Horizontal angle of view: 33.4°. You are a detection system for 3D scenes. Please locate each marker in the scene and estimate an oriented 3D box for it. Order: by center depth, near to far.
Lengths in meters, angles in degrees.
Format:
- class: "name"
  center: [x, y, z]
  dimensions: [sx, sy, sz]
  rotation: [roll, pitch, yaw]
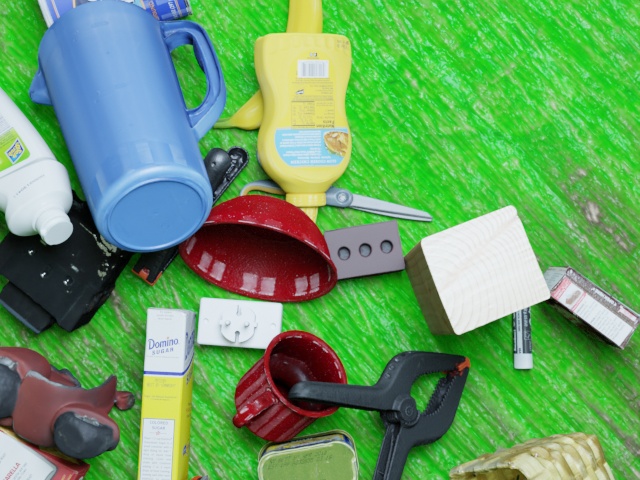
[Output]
- class: "marker"
  center: [0.209, 0.072, 1.106]
  dimensions: [0.020, 0.020, 0.121]
  rotation: [-1, 85, 0]

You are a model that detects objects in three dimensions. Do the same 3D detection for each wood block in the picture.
- class: "wood block"
  center: [0.141, 0.034, 1.016]
  dimensions: [0.091, 0.206, 0.090]
  rotation: [-21, 85, -1]

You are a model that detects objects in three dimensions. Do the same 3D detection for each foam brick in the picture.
- class: "foam brick"
  center: [0.045, 0.011, 1.096]
  dimensions: [0.078, 0.051, 0.053]
  rotation: [-10, 85, -1]

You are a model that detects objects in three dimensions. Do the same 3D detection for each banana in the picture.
- class: "banana"
  center: [-0.039, -0.192, 1.122]
  dimensions: [0.069, 0.037, 0.198]
  rotation: [29, 86, 0]

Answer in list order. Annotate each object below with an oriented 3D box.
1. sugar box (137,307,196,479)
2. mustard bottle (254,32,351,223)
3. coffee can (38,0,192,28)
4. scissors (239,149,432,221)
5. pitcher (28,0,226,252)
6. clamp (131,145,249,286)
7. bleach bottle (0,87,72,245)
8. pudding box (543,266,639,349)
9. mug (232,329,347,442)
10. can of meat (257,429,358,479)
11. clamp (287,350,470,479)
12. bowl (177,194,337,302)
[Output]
- class: "sugar box"
  center: [-0.151, 0.156, 1.063]
  dimensions: [0.048, 0.093, 0.176]
  rotation: [5, 85, 0]
- class: "mustard bottle"
  center: [-0.016, -0.110, 1.078]
  dimensions: [0.096, 0.058, 0.191]
  rotation: [-3, 95, -24]
- class: "coffee can"
  center: [-0.214, -0.261, 1.096]
  dimensions: [0.140, 0.103, 0.103]
  rotation: [-18, 85, -2]
- class: "scissors"
  center: [0.015, -0.063, 1.121]
  dimensions: [0.201, 0.016, 0.096]
  rotation: [-3, 85, 0]
- class: "pitcher"
  center: [-0.174, -0.112, 1.014]
  dimensions: [0.149, 0.144, 0.243]
  rotation: [-53, 44, 31]
- class: "clamp"
  center: [-0.132, -0.029, 1.070]
  dimensions: [0.039, 0.120, 0.171]
  rotation: [35, 90, 7]
- class: "bleach bottle"
  center: [-0.322, -0.079, 1.047]
  dimensions: [0.102, 0.068, 0.251]
  rotation: [-41, 59, -4]
- class: "pudding box"
  center: [0.262, 0.065, 1.060]
  dimensions: [0.090, 0.113, 0.039]
  rotation: [36, 89, 4]
- class: "mug"
  center: [-0.040, 0.152, 1.047]
  dimensions: [0.093, 0.082, 0.117]
  rotation: [52, 44, 8]
- class: "can of meat"
  center: [-0.012, 0.226, 1.061]
  dimensions: [0.102, 0.084, 0.057]
  rotation: [-10, 85, -1]
- class: "clamp"
  center: [0.076, 0.179, 1.038]
  dimensions: [0.209, 0.036, 0.164]
  rotation: [-23, 94, -37]
- class: "bowl"
  center: [-0.057, 0.001, 1.058]
  dimensions: [0.162, 0.162, 0.055]
  rotation: [13, 62, 1]
